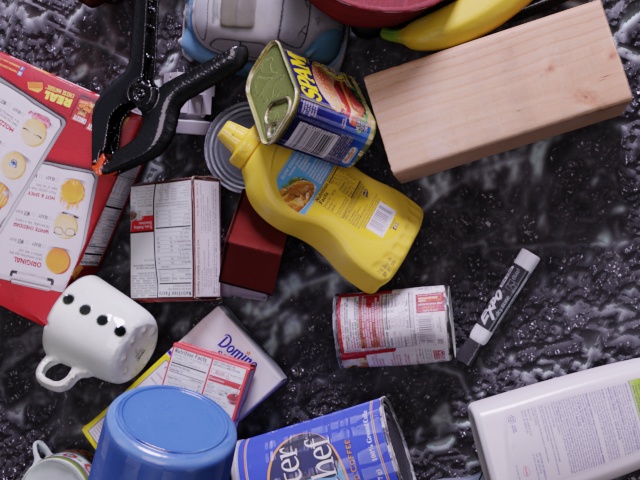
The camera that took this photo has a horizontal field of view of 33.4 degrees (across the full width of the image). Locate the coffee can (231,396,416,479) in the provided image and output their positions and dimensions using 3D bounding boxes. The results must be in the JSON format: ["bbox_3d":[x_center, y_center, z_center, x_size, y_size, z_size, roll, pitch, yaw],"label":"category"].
[{"bbox_3d":[0.005,0.205,0.931,0.140,0.102,0.103,-18,84,8],"label":"coffee can"}]

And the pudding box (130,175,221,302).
[{"bbox_3d":[-0.133,0.000,0.979,0.090,0.039,0.113,-3,88,40],"label":"pudding box"}]

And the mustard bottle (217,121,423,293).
[{"bbox_3d":[-0.007,-0.042,0.933,0.191,0.058,0.096,35,56,-7],"label":"mustard bottle"}]

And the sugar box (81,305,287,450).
[{"bbox_3d":[-0.125,0.151,0.986,0.176,0.048,0.093,-41,82,2],"label":"sugar box"}]

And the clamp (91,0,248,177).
[{"bbox_3d":[-0.154,-0.136,0.934,0.171,0.039,0.120,-48,69,8],"label":"clamp"}]

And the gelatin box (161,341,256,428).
[{"bbox_3d":[-0.105,0.141,0.945,0.073,0.030,0.089,16,89,9],"label":"gelatin box"}]

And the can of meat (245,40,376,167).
[{"bbox_3d":[-0.008,-0.113,0.907,0.058,0.083,0.102,-54,35,29],"label":"can of meat"}]

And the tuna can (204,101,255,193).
[{"bbox_3d":[-0.062,-0.084,0.992,0.086,0.033,0.086,-1,87,10],"label":"tuna can"}]

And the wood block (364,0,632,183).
[{"bbox_3d":[0.152,-0.125,0.929,0.206,0.090,0.090,-17,84,9],"label":"wood block"}]

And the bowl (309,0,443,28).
[{"bbox_3d":[0.038,-0.234,0.916,0.162,0.055,0.162,6,54,-9],"label":"bowl"}]

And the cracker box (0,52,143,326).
[{"bbox_3d":[-0.270,-0.048,1.008,0.164,0.072,0.214,24,92,10],"label":"cracker box"}]

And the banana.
[{"bbox_3d":[0.146,-0.215,0.913,0.198,0.037,0.070,-31,58,3],"label":"banana"}]

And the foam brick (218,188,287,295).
[{"bbox_3d":[-0.056,0.001,0.956,0.051,0.078,0.053,13,132,0],"label":"foam brick"}]

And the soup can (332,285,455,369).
[{"bbox_3d":[0.066,0.076,0.944,0.102,0.068,0.068,-5,86,9],"label":"soup can"}]

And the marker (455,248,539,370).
[{"bbox_3d":[0.157,0.063,0.954,0.020,0.020,0.121,32,93,10],"label":"marker"}]

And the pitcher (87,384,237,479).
[{"bbox_3d":[-0.157,0.246,0.894,0.145,0.149,0.243,24,115,17],"label":"pitcher"}]

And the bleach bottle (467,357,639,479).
[{"bbox_3d":[0.258,0.155,0.904,0.251,0.068,0.102,-14,87,1],"label":"bleach bottle"}]
